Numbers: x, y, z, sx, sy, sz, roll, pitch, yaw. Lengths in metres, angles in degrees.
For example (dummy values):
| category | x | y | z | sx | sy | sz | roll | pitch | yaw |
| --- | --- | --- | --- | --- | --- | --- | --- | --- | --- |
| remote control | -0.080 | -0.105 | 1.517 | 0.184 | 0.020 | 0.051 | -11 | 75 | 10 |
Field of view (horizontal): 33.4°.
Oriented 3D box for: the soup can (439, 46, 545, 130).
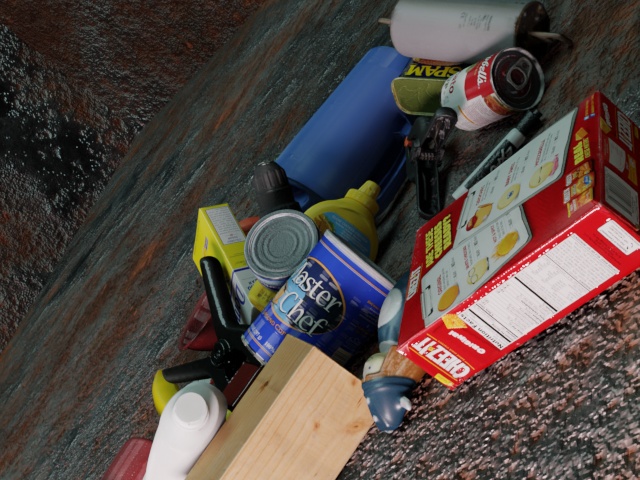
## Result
| category | x | y | z | sx | sy | sz | roll | pitch | yaw |
| --- | --- | --- | --- | --- | --- | --- | --- | --- | --- |
| soup can | 0.182 | -0.160 | 1.145 | 0.068 | 0.068 | 0.102 | -58 | 17 | -21 |

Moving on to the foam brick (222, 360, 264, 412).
| category | x | y | z | sx | sy | sz | roll | pitch | yaw |
| --- | --- | --- | --- | --- | --- | --- | --- | --- | --- |
| foam brick | -0.054 | 0.165 | 1.077 | 0.053 | 0.078 | 0.051 | -54 | 16 | -15 |

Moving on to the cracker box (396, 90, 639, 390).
| category | x | y | z | sx | sy | sz | roll | pitch | yaw |
| --- | --- | --- | --- | --- | --- | --- | --- | --- | --- |
| cracker box | 0.165 | 0.002 | 0.858 | 0.214 | 0.072 | 0.164 | -41 | 20 | 34 |

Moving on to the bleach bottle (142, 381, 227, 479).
| category | x | y | z | sx | sy | sz | roll | pitch | yaw |
| --- | --- | --- | --- | --- | --- | --- | --- | --- | --- |
| bleach bottle | -0.135 | 0.204 | 1.064 | 0.102 | 0.068 | 0.251 | -57 | -7 | -23 |

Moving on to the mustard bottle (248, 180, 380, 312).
| category | x | y | z | sx | sy | sz | roll | pitch | yaw |
| --- | --- | --- | --- | --- | --- | --- | --- | --- | --- |
| mustard bottle | 0.009 | 0.014 | 1.187 | 0.191 | 0.096 | 0.058 | -56 | 11 | -13 |

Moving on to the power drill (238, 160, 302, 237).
| category | x | y | z | sx | sy | sz | roll | pitch | yaw |
| --- | --- | --- | --- | --- | --- | --- | --- | --- | --- |
| power drill | -0.058 | 0.002 | 1.295 | 0.057 | 0.184 | 0.188 | -16 | 1 | -16 |

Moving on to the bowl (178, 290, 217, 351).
| category | x | y | z | sx | sy | sz | roll | pitch | yaw |
| --- | --- | --- | --- | --- | --- | --- | --- | --- | --- |
| bowl | -0.126 | 0.091 | 1.432 | 0.162 | 0.055 | 0.162 | -54 | 13 | 17 |

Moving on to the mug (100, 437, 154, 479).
| category | x | y | z | sx | sy | sz | roll | pitch | yaw |
| --- | --- | --- | --- | --- | --- | --- | --- | --- | --- |
| mug | -0.208 | 0.289 | 1.232 | 0.117 | 0.093 | 0.081 | 93 | -160 | -46 |

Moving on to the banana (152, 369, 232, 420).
| category | x | y | z | sx | sy | sz | roll | pitch | yaw |
| --- | --- | --- | --- | --- | --- | --- | --- | --- | --- |
| banana | -0.152 | 0.200 | 1.267 | 0.198 | 0.037 | 0.069 | 9 | 45 | 47 |

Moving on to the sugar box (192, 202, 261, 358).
| category | x | y | z | sx | sy | sz | roll | pitch | yaw |
| --- | --- | --- | --- | --- | --- | --- | --- | --- | --- |
| sugar box | -0.103 | 0.048 | 1.294 | 0.093 | 0.048 | 0.176 | 102 | 149 | -42 |

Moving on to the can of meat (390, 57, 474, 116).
| category | x | y | z | sx | sy | sz | roll | pitch | yaw |
| --- | --- | --- | --- | --- | --- | --- | --- | --- | --- |
| can of meat | 0.148 | -0.196 | 1.273 | 0.102 | 0.057 | 0.083 | 8 | 51 | 31 |

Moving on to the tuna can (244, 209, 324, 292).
| category | x | y | z | sx | sy | sz | roll | pitch | yaw |
| --- | --- | --- | --- | --- | --- | --- | --- | --- | --- |
| tuna can | -0.037 | 0.010 | 1.134 | 0.086 | 0.033 | 0.086 | -9 | 60 | 15 |

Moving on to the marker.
| category | x | y | z | sx | sy | sz | roll | pitch | yaw |
| --- | --- | --- | --- | --- | --- | --- | --- | --- | --- |
| marker | 0.180 | -0.085 | 1.079 | 0.121 | 0.020 | 0.020 | -49 | 17 | 10 |

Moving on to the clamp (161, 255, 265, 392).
| category | x | y | z | sx | sy | sz | roll | pitch | yaw |
| --- | --- | --- | --- | --- | --- | --- | --- | --- | --- |
| clamp | -0.103 | 0.118 | 1.208 | 0.210 | 0.036 | 0.164 | 24 | 103 | 48 |

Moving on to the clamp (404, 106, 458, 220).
| category | x | y | z | sx | sy | sz | roll | pitch | yaw |
| --- | --- | --- | --- | --- | --- | --- | --- | --- | --- |
| clamp | 0.117 | -0.086 | 1.185 | 0.171 | 0.039 | 0.120 | -117 | 41 | -85 |

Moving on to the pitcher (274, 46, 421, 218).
| category | x | y | z | sx | sy | sz | roll | pitch | yaw |
| --- | --- | --- | --- | --- | --- | --- | --- | --- | --- |
| pitcher | 0.050 | -0.123 | 1.338 | 0.242 | 0.149 | 0.145 | -54 | -2 | -19 |

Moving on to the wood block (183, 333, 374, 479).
| category | x | y | z | sx | sy | sz | roll | pitch | yaw |
| --- | --- | --- | --- | --- | --- | --- | --- | --- | --- |
| wood block | -0.044 | 0.198 | 0.966 | 0.206 | 0.090 | 0.091 | -55 | 16 | -8 |

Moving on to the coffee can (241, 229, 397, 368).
| category | x | y | z | sx | sy | sz | roll | pitch | yaw |
| --- | --- | --- | --- | --- | --- | --- | --- | --- | --- |
| coffee can | 0.003 | 0.074 | 1.071 | 0.140 | 0.102 | 0.103 | -51 | 17 | 4 |
